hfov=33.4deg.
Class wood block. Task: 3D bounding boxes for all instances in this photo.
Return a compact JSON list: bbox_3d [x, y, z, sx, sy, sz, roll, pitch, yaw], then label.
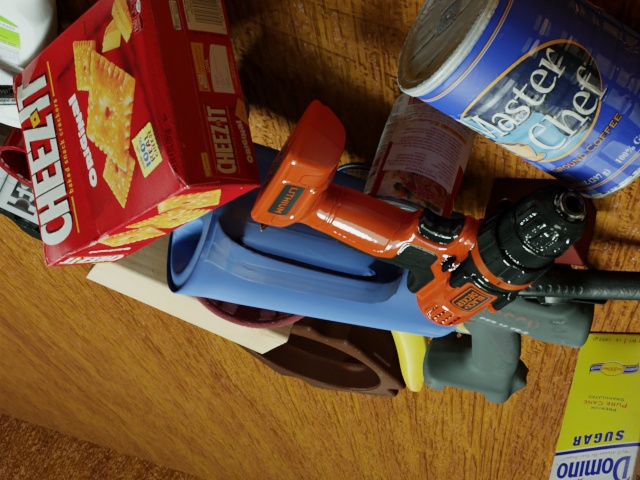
[{"bbox_3d":[-0.125,0.032,1.110,0.206,0.090,0.091,25,158,-13],"label":"wood block"}]

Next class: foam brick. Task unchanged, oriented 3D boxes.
[{"bbox_3d":[0.179,-0.015,0.874,0.078,0.053,0.051,3,153,33],"label":"foam brick"}]

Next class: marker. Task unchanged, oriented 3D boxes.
[{"bbox_3d":[-0.234,-0.120,0.886,0.120,0.020,0.020,-7,180,-42],"label":"marker"}]

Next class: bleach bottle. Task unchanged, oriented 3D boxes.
[{"bbox_3d":[-0.250,-0.178,0.851,0.102,0.068,0.251,21,156,-14],"label":"bleach bottle"}]

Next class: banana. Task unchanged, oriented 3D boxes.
[{"bbox_3d":[0.077,0.088,1.171,0.197,0.069,0.037,50,176,-34],"label":"banana"}]

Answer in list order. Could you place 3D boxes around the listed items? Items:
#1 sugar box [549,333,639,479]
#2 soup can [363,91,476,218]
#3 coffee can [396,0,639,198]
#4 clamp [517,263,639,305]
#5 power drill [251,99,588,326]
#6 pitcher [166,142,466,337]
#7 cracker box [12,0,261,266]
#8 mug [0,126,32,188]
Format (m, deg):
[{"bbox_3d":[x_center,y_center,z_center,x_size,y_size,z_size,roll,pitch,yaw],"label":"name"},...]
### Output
[{"bbox_3d":[0.292,0.181,1.069,0.094,0.176,0.048,-4,148,46],"label":"sugar box"},{"bbox_3d":[0.075,-0.057,0.798,0.068,0.102,0.068,17,158,7],"label":"soup can"},{"bbox_3d":[0.132,-0.102,0.644,0.140,0.102,0.103,27,157,-18],"label":"coffee can"},{"bbox_3d":[0.206,0.039,0.931,0.171,0.039,0.120,6,168,-6],"label":"clamp"},{"bbox_3d":[0.059,-0.017,0.702,0.187,0.057,0.185,28,149,-8],"label":"power drill"},{"bbox_3d":[0.007,0.007,0.857,0.242,0.149,0.145,14,149,-19],"label":"pitcher"},{"bbox_3d":[-0.145,-0.085,0.789,0.071,0.164,0.214,-3,167,-42],"label":"cracker box"},{"bbox_3d":[-0.240,-0.096,1.003,0.117,0.081,0.093,3,152,37],"label":"mug"}]
